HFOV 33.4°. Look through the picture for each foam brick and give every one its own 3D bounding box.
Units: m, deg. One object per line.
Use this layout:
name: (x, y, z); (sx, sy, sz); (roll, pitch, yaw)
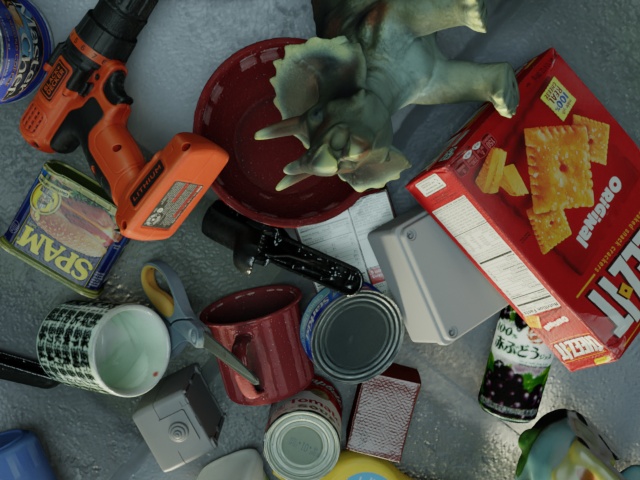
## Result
foam brick: (0.056, 0.152, 0.970); (0.053, 0.051, 0.078); (14, 101, 0)

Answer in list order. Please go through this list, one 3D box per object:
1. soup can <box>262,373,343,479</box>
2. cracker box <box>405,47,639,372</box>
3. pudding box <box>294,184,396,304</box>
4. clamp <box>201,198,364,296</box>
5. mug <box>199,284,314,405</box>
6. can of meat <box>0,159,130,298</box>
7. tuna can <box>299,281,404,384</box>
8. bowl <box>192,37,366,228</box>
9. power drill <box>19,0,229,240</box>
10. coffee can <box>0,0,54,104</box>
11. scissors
soup can: (-0.014, 0.165, 0.949); (0.068, 0.102, 0.068); (0, 101, 2)
cracker box: (0.201, -0.026, 0.883); (0.213, 0.072, 0.164); (47, 64, -6)
pudding box: (0.032, 0.016, 0.951); (0.090, 0.039, 0.113); (-17, 98, 5)
clamp: (-0.056, 0.001, 0.889); (0.120, 0.172, 0.039); (20, 94, -45)
mug: (-0.054, 0.097, 0.933); (0.093, 0.117, 0.081); (-11, 105, 10)
can of meat: (-0.219, -0.011, 0.946); (0.102, 0.057, 0.084); (31, 98, -4)
tuna can: (0.026, 0.077, 0.912); (0.086, 0.034, 0.086); (-7, 110, -20)
bowl: (-0.028, -0.088, 0.911); (0.162, 0.055, 0.162); (1, 84, -7)
power drill: (-0.156, -0.107, 0.880); (0.185, 0.057, 0.188); (-52, 60, 21)
coffee can: (-0.288, -0.159, 0.876); (0.103, 0.140, 0.103); (0, 101, 2)
scissors: (-0.110, 0.093, 0.915); (0.016, 0.202, 0.096); (-8, 128, -33)
